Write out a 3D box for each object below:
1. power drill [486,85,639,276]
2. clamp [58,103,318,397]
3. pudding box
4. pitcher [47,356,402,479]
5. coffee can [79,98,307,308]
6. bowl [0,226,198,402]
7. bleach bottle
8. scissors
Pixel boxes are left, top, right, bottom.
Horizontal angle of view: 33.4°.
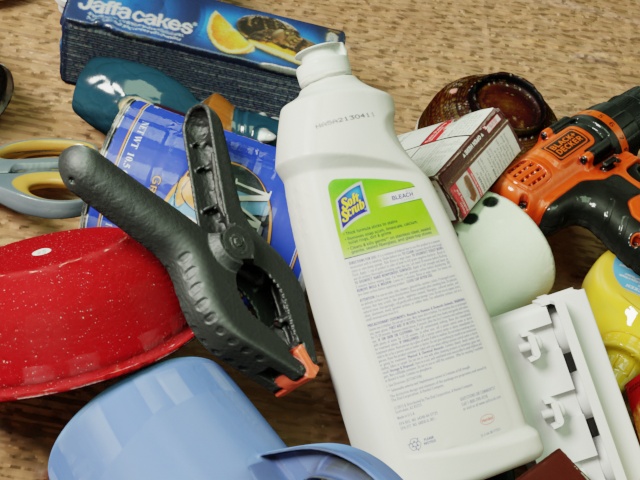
[{"bbox_3d":[0.229,-0.025,0.716,0.184,0.057,0.188,-33,53,-28],"label":"power drill"},{"bbox_3d":[-0.054,0.001,0.577,0.171,0.039,0.120,54,42,-7],"label":"clamp"},{"bbox_3d":[0.067,-0.042,0.720,0.089,0.114,0.039,-47,111,-36],"label":"pudding box"},{"bbox_3d":[-0.025,0.168,0.510,0.149,0.145,0.243,-30,61,-18],"label":"pitcher"},{"bbox_3d":[-0.066,-0.018,0.667,0.140,0.103,0.102,19,51,-1],"label":"coffee can"},{"bbox_3d":[-0.143,0.031,0.578,0.162,0.055,0.162,-10,14,2],"label":"bowl"},{"bbox_3d":[0.040,0.011,0.596,0.102,0.068,0.251,-14,85,-23],"label":"bleach bottle"},{"bbox_3d":[-0.225,-0.032,0.663,0.201,0.016,0.096,-14,39,-34],"label":"scissors"}]
